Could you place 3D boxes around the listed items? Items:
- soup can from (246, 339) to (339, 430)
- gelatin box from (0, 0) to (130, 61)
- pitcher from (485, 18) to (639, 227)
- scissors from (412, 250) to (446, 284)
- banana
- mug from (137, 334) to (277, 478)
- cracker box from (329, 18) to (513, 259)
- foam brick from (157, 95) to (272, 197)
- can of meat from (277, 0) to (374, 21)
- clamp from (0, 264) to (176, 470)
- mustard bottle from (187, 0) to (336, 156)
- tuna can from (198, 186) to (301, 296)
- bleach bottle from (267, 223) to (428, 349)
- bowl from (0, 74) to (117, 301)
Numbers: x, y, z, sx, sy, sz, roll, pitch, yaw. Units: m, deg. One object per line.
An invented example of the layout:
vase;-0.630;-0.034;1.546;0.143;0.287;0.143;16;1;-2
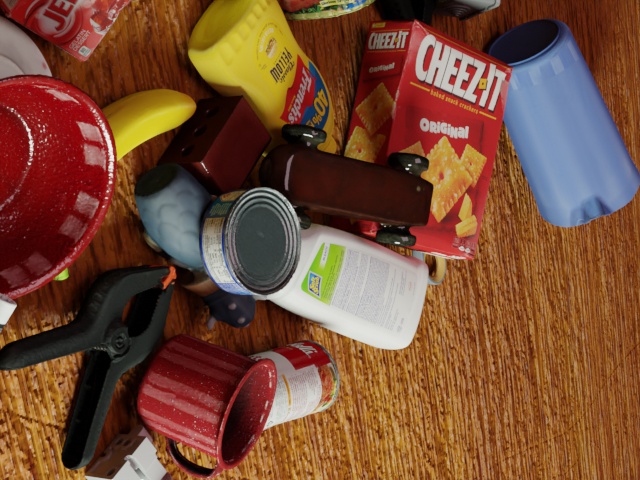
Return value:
soup can;-0.041;0.131;0.945;0.102;0.069;0.068;-10;100;-50
gelatin box;-0.173;-0.181;0.756;0.089;0.030;0.073;-50;141;9
pitcher;0.289;-0.150;1.311;0.145;0.149;0.242;-46;124;-21
scissors;0.097;-0.018;1.151;0.201;0.016;0.096;30;71;-46
banana;-0.162;-0.064;0.810;0.197;0.037;0.069;-56;150;-31
mug;-0.094;0.135;0.856;0.093;0.082;0.117;-30;135;-61
cracker box;0.107;-0.097;1.087;0.163;0.072;0.214;14;87;-43
foam brick;-0.087;-0.074;0.886;0.051;0.053;0.078;54;51;-38
can of meat;-0.006;-0.244;0.941;0.057;0.102;0.084;-46;128;-41
clamp;-0.164;0.087;0.812;0.171;0.039;0.120;-43;134;-41
mustard bottle;-0.037;-0.128;0.942;0.191;0.058;0.096;55;49;-38
tuna can;-0.056;0.001;0.848;0.085;0.034;0.086;2;87;-48
bleach bottle;0.004;0.026;1.001;0.250;0.068;0.102;28;70;-46
bowl;-0.215;-0.041;0.700;0.161;0.055;0.162;-29;136;-34
